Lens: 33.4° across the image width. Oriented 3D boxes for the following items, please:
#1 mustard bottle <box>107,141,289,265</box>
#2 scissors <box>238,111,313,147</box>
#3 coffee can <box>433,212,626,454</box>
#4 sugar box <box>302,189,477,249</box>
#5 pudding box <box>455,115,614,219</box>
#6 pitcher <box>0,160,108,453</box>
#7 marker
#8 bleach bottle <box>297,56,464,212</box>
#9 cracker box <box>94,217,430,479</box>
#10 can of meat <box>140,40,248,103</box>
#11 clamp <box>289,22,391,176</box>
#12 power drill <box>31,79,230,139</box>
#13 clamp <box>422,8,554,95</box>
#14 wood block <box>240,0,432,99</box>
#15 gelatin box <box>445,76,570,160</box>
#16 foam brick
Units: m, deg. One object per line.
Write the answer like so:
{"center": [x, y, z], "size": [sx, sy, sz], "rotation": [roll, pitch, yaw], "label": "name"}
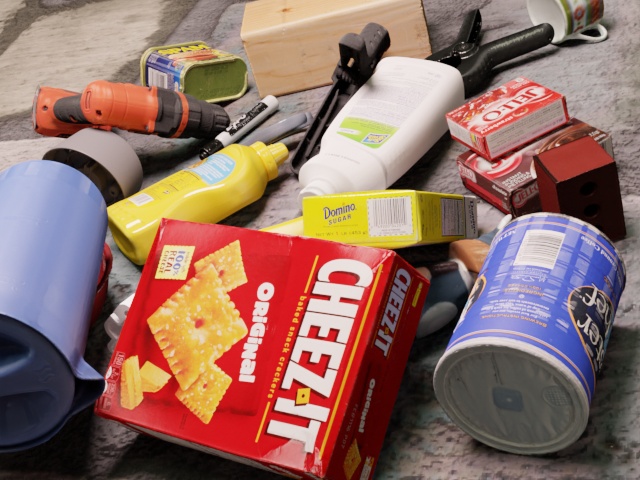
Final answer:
{"center": [-0.115, -0.047, 1.056], "size": [0.191, 0.058, 0.096], "rotation": [-30, 24, -17], "label": "mustard bottle"}
{"center": [-0.092, -0.091, 1.115], "size": [0.201, 0.016, 0.096], "rotation": [-27, 3, -14], "label": "scissors"}
{"center": [0.148, 0.062, 0.742], "size": [0.103, 0.103, 0.140], "rotation": [2, 39, 27], "label": "coffee can"}
{"center": [0.062, -0.017, 0.864], "size": [0.093, 0.048, 0.176], "rotation": [-2, 3, 22], "label": "sugar box"}
{"center": [0.194, -0.072, 0.967], "size": [0.113, 0.039, 0.090], "rotation": [-27, 34, -14], "label": "pudding box"}
{"center": [-0.248, 0.036, 0.838], "size": [0.145, 0.149, 0.243], "rotation": [-29, 29, 16], "label": "pitcher"}
{"center": [-0.091, -0.124, 1.189], "size": [0.020, 0.020, 0.121], "rotation": [16, 46, 40], "label": "marker"}
{"center": [0.046, -0.095, 1.016], "size": [0.103, 0.068, 0.250], "rotation": [12, 37, 28], "label": "bleach bottle"}
{"center": [-0.047, 0.078, 0.779], "size": [0.214, 0.072, 0.164], "rotation": [8, 72, 34], "label": "cracker box"}
{"center": [-0.149, -0.198, 1.270], "size": [0.101, 0.057, 0.084], "rotation": [-17, 30, -38], "label": "can of meat"}
{"center": [0.028, -0.164, 1.116], "size": [0.036, 0.165, 0.209], "rotation": [28, 29, 3], "label": "clamp"}
{"center": [-0.219, -0.142, 1.195], "size": [0.188, 0.057, 0.184], "rotation": [2, -3, 45], "label": "power drill"}
{"center": [0.169, -0.197, 1.155], "size": [0.120, 0.039, 0.171], "rotation": [11, 49, 45], "label": "clamp"}
{"center": [0.020, -0.244, 1.246], "size": [0.206, 0.090, 0.091], "rotation": [-11, 36, 10], "label": "wood block"}
{"center": [0.171, -0.114, 0.978], "size": [0.089, 0.030, 0.073], "rotation": [-27, 29, -9], "label": "gelatin box"}
{"center": [0.212, -0.036, 0.876], "size": [0.053, 0.078, 0.051], "rotation": [-21, 35, -1], "label": "foam brick"}
